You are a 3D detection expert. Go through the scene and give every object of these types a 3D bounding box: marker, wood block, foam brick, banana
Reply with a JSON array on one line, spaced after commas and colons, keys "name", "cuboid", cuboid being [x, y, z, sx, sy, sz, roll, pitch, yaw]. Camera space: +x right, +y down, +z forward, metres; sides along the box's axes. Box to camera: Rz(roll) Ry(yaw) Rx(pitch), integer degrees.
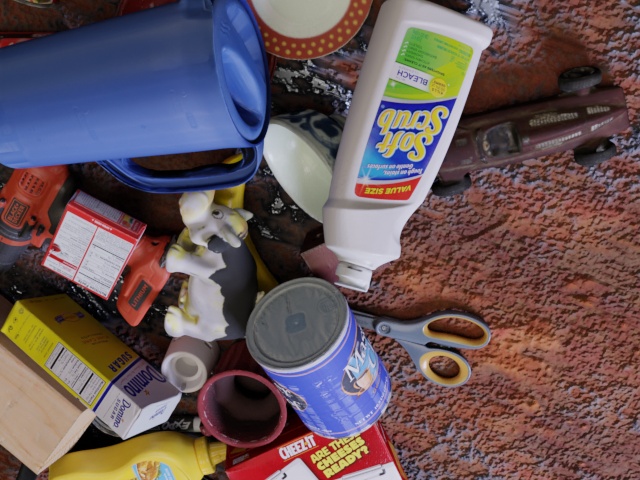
[{"name": "marker", "cuboid": [-0.157, 0.204, 1.187, 0.121, 0.020, 0.020, -3, 114, 11]}, {"name": "wood block", "cuboid": [-0.333, 0.135, 1.118, 0.206, 0.090, 0.090, 38, 103, 4]}, {"name": "foam brick", "cuboid": [0.028, 0.008, 1.048, 0.078, 0.053, 0.051, -25, 108, 19]}, {"name": "banana", "cuboid": [-0.075, -0.001, 1.068, 0.070, 0.037, 0.198, -2, 115, 19]}]

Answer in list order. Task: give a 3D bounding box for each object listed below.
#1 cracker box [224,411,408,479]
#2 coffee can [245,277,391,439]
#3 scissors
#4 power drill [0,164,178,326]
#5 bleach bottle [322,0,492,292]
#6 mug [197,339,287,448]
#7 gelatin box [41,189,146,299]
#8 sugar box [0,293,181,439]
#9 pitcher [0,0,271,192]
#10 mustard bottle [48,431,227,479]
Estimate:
[{"name": "cracker box", "cuboid": [0.016, 0.283, 1.149, 0.164, 0.072, 0.213, -25, 108, 3]}, {"name": "coffee can", "cuboid": [0.001, 0.117, 1.045, 0.103, 0.103, 0.140, -14, 139, 15]}, {"name": "scissors", "cuboid": [0.074, 0.106, 1.105, 0.202, 0.016, 0.096, 1, 114, 9]}, {"name": "power drill", "cuboid": [-0.248, 0.010, 1.082, 0.187, 0.057, 0.185, 31, 131, -11]}, {"name": "bleach bottle", "cuboid": [0.067, -0.077, 0.925, 0.102, 0.068, 0.251, 17, 86, -17]}, {"name": "mug", "cuboid": [-0.082, 0.163, 1.121, 0.093, 0.081, 0.117, 43, 114, -10]}, {"name": "gelatin box", "cuboid": [-0.217, 0.004, 1.016, 0.073, 0.030, 0.089, 28, 126, -7]}, {"name": "sugar box", "cuboid": [-0.232, 0.125, 1.092, 0.176, 0.093, 0.048, 35, 103, 14]}, {"name": "pitcher", "cuboid": [-0.169, -0.121, 0.925, 0.243, 0.145, 0.149, -7, 77, 17]}, {"name": "mustard bottle", "cuboid": [-0.193, 0.253, 1.169, 0.191, 0.058, 0.096, -15, 132, 2]}]
